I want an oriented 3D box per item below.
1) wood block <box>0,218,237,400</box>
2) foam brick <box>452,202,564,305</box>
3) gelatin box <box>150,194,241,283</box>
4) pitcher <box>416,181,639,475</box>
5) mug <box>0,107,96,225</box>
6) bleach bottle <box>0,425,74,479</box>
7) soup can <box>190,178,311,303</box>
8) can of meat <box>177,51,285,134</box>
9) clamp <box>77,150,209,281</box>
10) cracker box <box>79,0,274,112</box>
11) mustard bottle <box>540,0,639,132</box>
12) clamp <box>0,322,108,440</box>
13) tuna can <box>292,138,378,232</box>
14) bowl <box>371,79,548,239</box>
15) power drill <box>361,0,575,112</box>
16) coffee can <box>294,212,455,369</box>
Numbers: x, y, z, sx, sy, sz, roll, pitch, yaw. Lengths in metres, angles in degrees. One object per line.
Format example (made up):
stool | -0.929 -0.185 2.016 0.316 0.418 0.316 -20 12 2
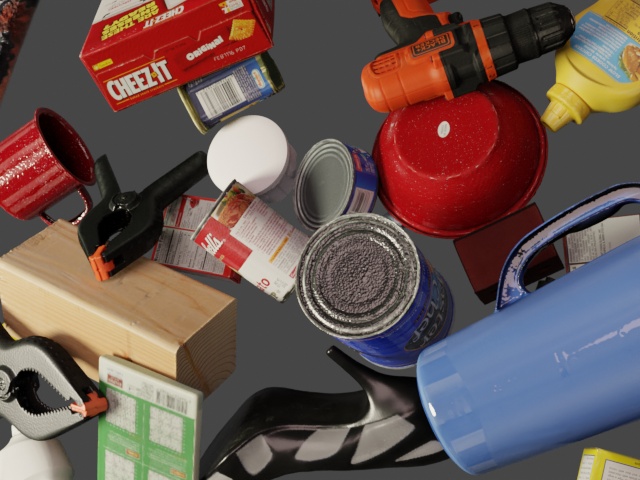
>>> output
wood block | -0.186 0.070 0.975 0.206 0.091 0.090 23 40 23
foam brick | 0.161 0.012 0.911 0.078 0.053 0.051 -26 67 11
gelatin box | -0.112 -0.003 1.023 0.089 0.030 0.073 9 78 22
pitcher | 0.196 0.076 0.810 0.243 0.145 0.149 -27 34 19
mug | -0.278 -0.064 1.075 0.081 0.093 0.117 -32 103 12
bleach bottle | -0.268 0.284 0.974 0.103 0.068 0.251 -17 66 17
soup can | -0.056 0.001 0.962 0.102 0.068 0.068 36 87 -3
can of meat | -0.084 -0.149 1.019 0.084 0.102 0.057 -25 100 7
clamp | -0.167 -0.031 0.993 0.120 0.039 0.171 -11 41 13
cracker box | -0.127 -0.222 1.016 0.164 0.072 0.213 -21 33 12
mustard bottle | 0.263 -0.169 0.928 0.191 0.058 0.096 -47 68 1
clamp | -0.279 0.116 0.966 0.210 0.036 0.164 3 98 33
tuna can | 0.014 -0.047 0.970 0.086 0.033 0.086 -19 66 48
bowl | 0.116 -0.085 0.938 0.162 0.055 0.162 -7 68 17
power drill | 0.117 -0.202 0.947 0.184 0.057 0.187 -17 41 9
coffee can | 0.049 0.046 0.891 0.103 0.140 0.103 -5 72 17
